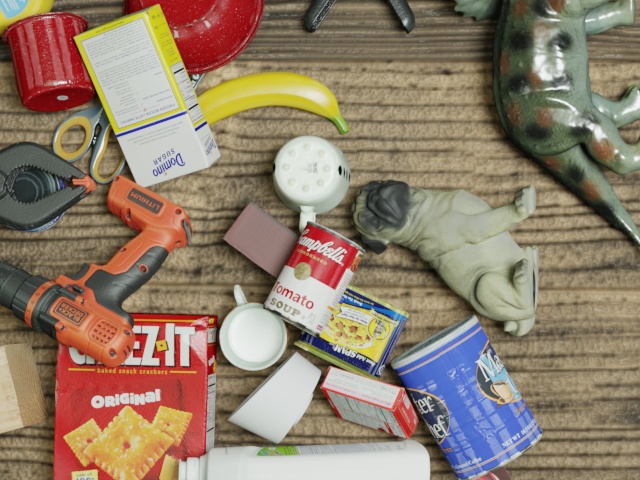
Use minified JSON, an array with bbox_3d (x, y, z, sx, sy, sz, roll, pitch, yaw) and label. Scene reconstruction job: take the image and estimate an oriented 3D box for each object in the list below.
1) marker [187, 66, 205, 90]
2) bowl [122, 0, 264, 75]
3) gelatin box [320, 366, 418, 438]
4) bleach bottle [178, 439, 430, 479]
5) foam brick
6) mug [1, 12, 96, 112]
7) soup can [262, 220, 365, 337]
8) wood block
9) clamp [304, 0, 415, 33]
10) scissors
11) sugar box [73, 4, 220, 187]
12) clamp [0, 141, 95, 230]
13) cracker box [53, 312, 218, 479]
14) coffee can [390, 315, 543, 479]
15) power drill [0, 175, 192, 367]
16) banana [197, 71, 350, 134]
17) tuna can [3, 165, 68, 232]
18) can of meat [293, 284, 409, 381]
[{"bbox_3d":[-0.132,-0.195,1.184,0.020,0.020,0.121,32,90,4],"label":"marker"},{"bbox_3d":[-0.145,-0.264,1.157,0.162,0.055,0.162,-2,79,9],"label":"bowl"},{"bbox_3d":[0.052,0.169,1.115,0.089,0.073,0.030,13,62,27],"label":"gelatin box"},{"bbox_3d":[-0.019,0.239,1.097,0.250,0.102,0.068,2,84,-6],"label":"bleach bottle"},{"bbox_3d":[-0.058,0.001,1.155,0.078,0.053,0.051,36,89,5],"label":"foam brick"},{"bbox_3d":[-0.298,-0.186,1.159,0.117,0.093,0.081,-22,78,40],"label":"mug"},{"bbox_3d":[-0.007,0.040,1.097,0.068,0.068,0.102,28,85,4],"label":"soup can"},{"bbox_3d":[-0.412,0.180,1.146,0.206,0.091,0.090,-15,86,3],"label":"wood block"},{"bbox_3d":[0.055,-0.302,1.169,0.120,0.039,0.171,11,88,2],"label":"clamp"},{"bbox_3d":[-0.243,-0.163,1.191,0.096,0.016,0.202,7,85,6],"label":"scissors"},{"bbox_3d":[-0.183,-0.152,1.138,0.093,0.048,0.176,-14,109,22],"label":"sugar box"},{"bbox_3d":[-0.350,-0.048,1.145,0.210,0.036,0.164,5,87,3],"label":"clamp"},{"bbox_3d":[-0.197,0.184,1.144,0.164,0.072,0.214,1,87,3],"label":"cracker box"},{"bbox_3d":[0.151,0.163,1.110,0.103,0.103,0.140,-30,86,1],"label":"coffee can"},{"bbox_3d":[-0.238,0.023,1.125,0.184,0.057,0.187,27,66,14],"label":"power drill"},{"bbox_3d":[-0.067,-0.150,1.170,0.198,0.037,0.069,-1,86,3],"label":"banana"},{"bbox_3d":[-0.324,-0.052,1.181,0.086,0.034,0.086,0,87,3],"label":"tuna can"},{"bbox_3d":[0.035,0.095,1.143,0.102,0.057,0.084,26,87,3],"label":"can of meat"}]
